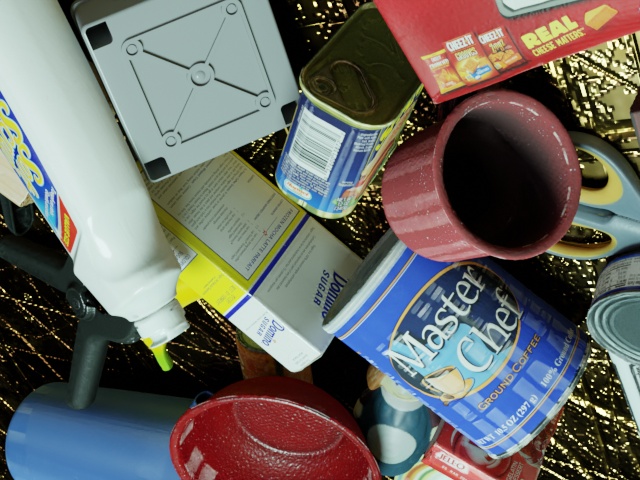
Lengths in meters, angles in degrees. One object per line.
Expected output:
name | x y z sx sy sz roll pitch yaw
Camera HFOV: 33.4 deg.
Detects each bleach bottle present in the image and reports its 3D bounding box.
bleach bottle | -0.148 -0.051 0.634 0.251 0.068 0.103 61 151 -7

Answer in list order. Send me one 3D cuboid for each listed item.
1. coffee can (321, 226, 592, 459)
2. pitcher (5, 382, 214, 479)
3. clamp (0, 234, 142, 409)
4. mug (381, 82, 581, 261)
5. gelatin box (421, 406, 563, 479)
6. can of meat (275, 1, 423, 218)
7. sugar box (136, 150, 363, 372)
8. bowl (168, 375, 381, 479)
coffee can | 0.087 0.058 0.688 0.140 0.102 0.103 38 138 -3
pitcher | -0.164 0.207 0.963 0.243 0.149 0.144 5 161 34
clamp | -0.183 0.056 0.868 0.210 0.036 0.164 -15 99 46
mug | 0.085 -0.043 0.610 0.082 0.093 0.117 163 103 -67
gelatin box | 0.121 0.135 0.744 0.073 0.089 0.030 30 137 6
can of meat | 0.020 -0.074 0.615 0.057 0.102 0.084 30 140 7
sugar box | -0.055 0.001 0.735 0.176 0.093 0.048 43 138 -7
bowl | -0.030 0.153 0.807 0.162 0.055 0.162 8 131 9
